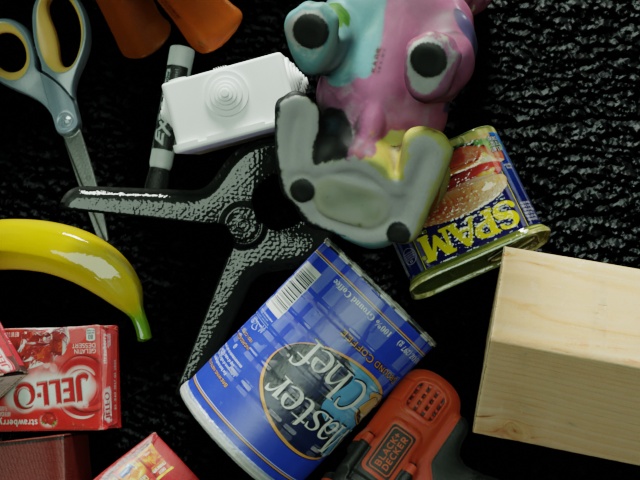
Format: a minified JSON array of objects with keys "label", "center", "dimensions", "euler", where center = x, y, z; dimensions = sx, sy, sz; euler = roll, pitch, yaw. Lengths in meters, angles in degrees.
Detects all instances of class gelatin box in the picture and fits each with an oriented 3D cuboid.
[{"label":"gelatin box","center":[-0.186,0.098,0.757],"dimensions":[0.089,0.030,0.073],"euler":[-3,84,20]}]

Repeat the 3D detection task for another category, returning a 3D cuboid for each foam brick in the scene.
[{"label":"foam brick","center":[-0.205,0.165,0.748],"dimensions":[0.078,0.053,0.051],"euler":[-8,81,8]}]

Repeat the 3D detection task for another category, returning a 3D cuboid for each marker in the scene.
[{"label":"marker","center":[-0.112,-0.084,0.788],"dimensions":[0.020,0.020,0.121],"euler":[9,83,9]}]

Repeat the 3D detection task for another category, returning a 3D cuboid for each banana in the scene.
[{"label":"banana","center":[-0.211,0.018,0.778],"dimensions":[0.198,0.037,0.069],"euler":[13,84,9]}]

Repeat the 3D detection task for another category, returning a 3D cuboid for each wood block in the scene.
[{"label":"wood block","center":[0.208,0.080,0.669],"dimensions":[0.206,0.091,0.090],"euler":[10,42,9]}]

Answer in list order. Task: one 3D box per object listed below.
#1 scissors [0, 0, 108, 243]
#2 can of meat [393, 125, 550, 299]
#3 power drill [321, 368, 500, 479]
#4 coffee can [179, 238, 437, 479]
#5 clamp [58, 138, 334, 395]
[{"label":"scissors","center":[-0.209,-0.093,0.804],"dimensions":[0.096,0.016,0.202],"euler":[-5,81,9]},{"label":"can of meat","center":[0.093,-0.019,0.730],"dimensions":[0.102,0.057,0.084],"euler":[-24,74,3]},{"label":"power drill","center":[0.083,0.200,0.683],"dimensions":[0.188,0.057,0.184],"euler":[35,71,8]},{"label":"coffee can","center":[-0.008,0.083,0.707],"dimensions":[0.103,0.102,0.140],"euler":[44,89,11]},{"label":"clamp","center":[-0.055,0.001,0.751],"dimensions":[0.210,0.036,0.164],"euler":[-25,94,-6]}]
